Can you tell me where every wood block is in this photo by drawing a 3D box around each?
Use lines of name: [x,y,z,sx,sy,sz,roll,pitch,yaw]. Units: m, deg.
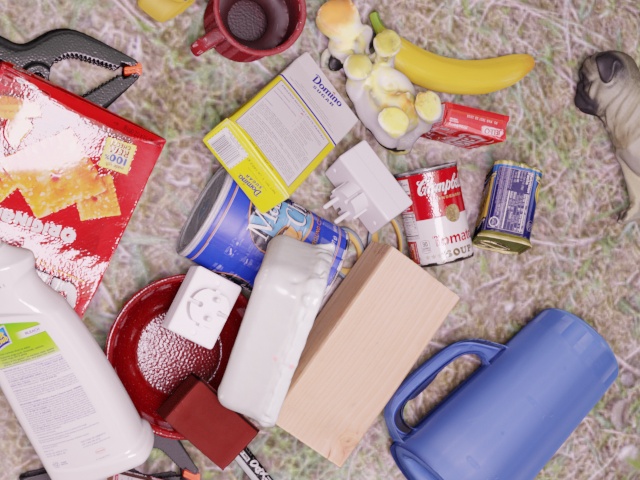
wood block: [0.037,0.111,1.080,0.090,0.090,0.206,36,86,-12]

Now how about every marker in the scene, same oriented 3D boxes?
marker: [-0.065,0.240,1.097,0.020,0.020,0.121,-39,101,-14]

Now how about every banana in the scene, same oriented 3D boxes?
banana: [0.142,-0.192,1.153,0.197,0.037,0.069,13,85,-17]

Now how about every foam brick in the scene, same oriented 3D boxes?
foam brick: [-0.107,0.170,1.008,0.078,0.053,0.051,44,77,-12]

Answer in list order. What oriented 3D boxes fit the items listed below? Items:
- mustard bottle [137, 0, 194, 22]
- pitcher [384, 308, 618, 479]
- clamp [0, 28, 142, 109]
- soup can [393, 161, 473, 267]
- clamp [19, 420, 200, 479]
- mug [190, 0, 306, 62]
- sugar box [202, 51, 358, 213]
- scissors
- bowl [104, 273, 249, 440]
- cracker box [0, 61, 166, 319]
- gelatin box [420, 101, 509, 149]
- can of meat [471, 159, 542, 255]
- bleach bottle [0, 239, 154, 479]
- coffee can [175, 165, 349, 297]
mustard bottle: [-0.119,-0.264,0.990,0.058,0.192,0.096,38,79,-14]
pitcher: [0.192,0.178,1.126,0.242,0.145,0.149,-42,137,-17]
clamp: [-0.279,-0.162,1.020,0.209,0.036,0.164,-16,98,-16]
soup can: [0.121,-0.027,1.131,0.068,0.069,0.102,-13,94,-17]
clamp: [-0.197,0.196,1.045,0.171,0.039,0.120,13,94,-19]
mug: [-0.079,-0.216,1.060,0.117,0.082,0.093,-37,101,-14]
sugar box: [-0.035,-0.109,1.045,0.093,0.048,0.176,52,36,-10]
scissors: [0.046,0.069,1.134,0.096,0.016,0.202,6,88,-16]
bowl: [-0.135,0.113,1.056,0.162,0.055,0.162,0,90,-18]
cracker box: [-0.263,-0.034,0.983,0.164,0.072,0.214,25,89,-20]
gelatin box: [0.146,-0.120,1.127,0.073,0.089,0.030,12,86,-17]
can of meat: [0.198,-0.034,1.137,0.057,0.102,0.084,12,83,2]
bleach bottle: [-0.241,0.097,0.943,0.102,0.068,0.251,-19,112,4]
coffee can: [-0.057,0.001,1.056,0.140,0.103,0.103,30,81,-16]
